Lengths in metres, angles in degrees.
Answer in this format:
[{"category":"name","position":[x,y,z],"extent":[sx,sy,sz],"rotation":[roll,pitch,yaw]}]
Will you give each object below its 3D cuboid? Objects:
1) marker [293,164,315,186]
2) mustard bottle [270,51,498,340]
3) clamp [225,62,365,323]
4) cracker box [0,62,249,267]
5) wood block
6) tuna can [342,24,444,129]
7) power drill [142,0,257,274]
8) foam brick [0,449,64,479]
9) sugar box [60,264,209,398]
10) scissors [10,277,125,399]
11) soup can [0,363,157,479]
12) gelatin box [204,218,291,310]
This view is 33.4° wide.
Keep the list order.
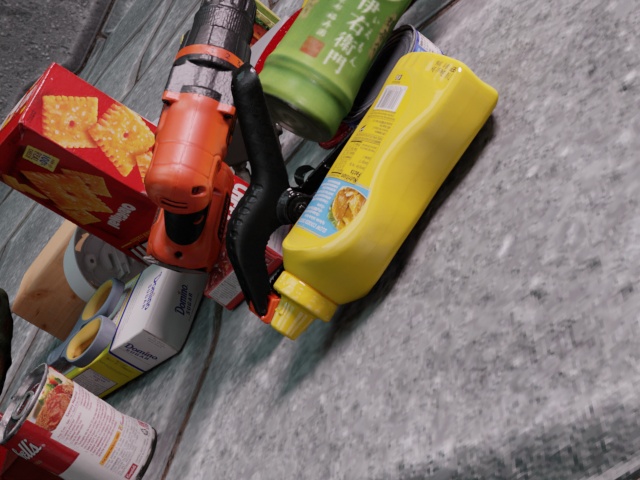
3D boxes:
[{"category":"marker","position":[0.004,-0.041,0.799],"extent":[0.020,0.020,0.121],"rotation":[-56,20,-1]},{"category":"mustard bottle","position":[0.029,-0.023,0.657],"extent":[0.191,0.058,0.096],"rotation":[-56,23,-3]},{"category":"clamp","position":[-0.009,-0.029,0.714],"extent":[0.039,0.120,0.171],"rotation":[-133,48,-66]},{"category":"cracker box","position":[-0.182,-0.052,0.951],"extent":[0.164,0.213,0.072],"rotation":[-19,42,59]},{"category":"wood block","position":[-0.239,0.006,1.171],"extent":[0.206,0.090,0.091],"rotation":[-49,21,18]},{"category":"tuna can","position":[0.052,-0.113,0.780],"extent":[0.086,0.033,0.086],"rotation":[-46,22,24]},{"category":"power drill","position":[-0.088,-0.072,0.784],"extent":[0.188,0.057,0.184],"rotation":[105,179,-62]},{"category":"foam brick","position":[-0.248,0.185,0.969],"extent":[0.053,0.051,0.078],"rotation":[-47,21,21]},{"category":"sugar box","position":[-0.171,0.081,0.967],"extent":[0.177,0.048,0.093],"rotation":[-29,35,45]},{"category":"scissors","position":[-0.234,0.092,0.995],"extent":[0.202,0.016,0.096],"rotation":[-24,40,52]},{"category":"soup can","position":[-0.184,0.147,0.809],"extent":[0.069,0.102,0.068],"rotation":[-46,22,24]},{"category":"gelatin box","position":[-0.056,0.001,0.850],"extent":[0.073,0.030,0.089],"rotation":[-42,24,33]}]
